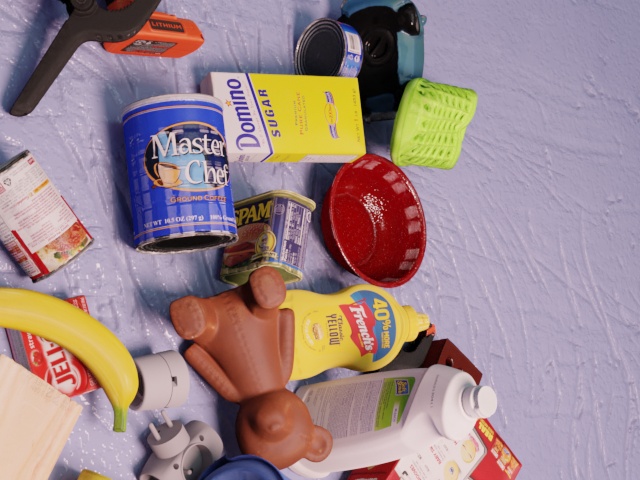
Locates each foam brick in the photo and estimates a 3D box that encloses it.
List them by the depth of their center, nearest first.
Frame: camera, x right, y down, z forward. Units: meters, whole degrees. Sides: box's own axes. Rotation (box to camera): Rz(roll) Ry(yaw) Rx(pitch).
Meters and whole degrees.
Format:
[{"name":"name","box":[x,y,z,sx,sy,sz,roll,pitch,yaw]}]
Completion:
[{"name":"foam brick","box":[0.151,0.165,1.305,0.078,0.051,0.053,45,52,-26]}]

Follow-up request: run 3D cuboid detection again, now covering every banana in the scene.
[{"name":"banana","box":[-0.226,0.089,0.935,0.197,0.037,0.069,42,53,-25]}]

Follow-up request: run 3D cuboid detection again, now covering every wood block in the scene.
[{"name":"wood block","box":[-0.288,0.204,0.850,0.090,0.091,0.206,41,54,-27]}]

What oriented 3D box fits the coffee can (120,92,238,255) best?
[{"name":"coffee can","box":[-0.140,-0.064,1.058,0.102,0.103,0.140,1,78,-43]}]

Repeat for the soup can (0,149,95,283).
[{"name":"soup can","box":[-0.260,-0.022,0.957,0.102,0.069,0.068,57,48,-15]}]

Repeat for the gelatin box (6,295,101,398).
[{"name":"gelatin box","box":[-0.239,0.100,0.968,0.073,0.030,0.089,-14,87,-44]}]

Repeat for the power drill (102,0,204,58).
[{"name":"power drill","box":[-0.177,-0.289,1.121,0.184,0.057,0.187,-6,79,-41]}]

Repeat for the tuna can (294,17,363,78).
[{"name":"tuna can","box":[0.010,-0.216,1.257,0.033,0.086,0.086,6,74,-44]}]

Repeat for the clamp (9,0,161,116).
[{"name":"clamp","box":[-0.232,-0.215,1.018,0.209,0.036,0.164,-17,94,-20]}]

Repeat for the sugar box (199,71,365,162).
[{"name":"sugar box","box":[-0.041,-0.134,1.177,0.176,0.048,0.093,-2,79,-26]}]

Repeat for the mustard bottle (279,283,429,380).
[{"name":"mustard bottle","box":[0.034,0.097,1.172,0.191,0.058,0.096,-3,81,-26]}]

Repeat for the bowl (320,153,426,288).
[{"name":"bowl","box":[0.053,-0.019,1.261,0.161,0.055,0.162,14,69,-41]}]

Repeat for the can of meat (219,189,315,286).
[{"name":"can of meat","box":[-0.057,0.001,1.120,0.057,0.102,0.084,24,65,-38]}]

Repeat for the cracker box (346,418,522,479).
[{"name":"cracker box","box":[0.122,0.282,1.216,0.164,0.072,0.213,52,55,-21]}]

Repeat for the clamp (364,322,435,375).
[{"name":"clamp","box":[0.074,0.137,1.250,0.171,0.039,0.120,-4,83,-39]}]

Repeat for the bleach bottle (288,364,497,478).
[{"name":"bleach bottle","box":[0.070,0.183,1.082,0.068,0.251,0.102,28,60,-35]}]
